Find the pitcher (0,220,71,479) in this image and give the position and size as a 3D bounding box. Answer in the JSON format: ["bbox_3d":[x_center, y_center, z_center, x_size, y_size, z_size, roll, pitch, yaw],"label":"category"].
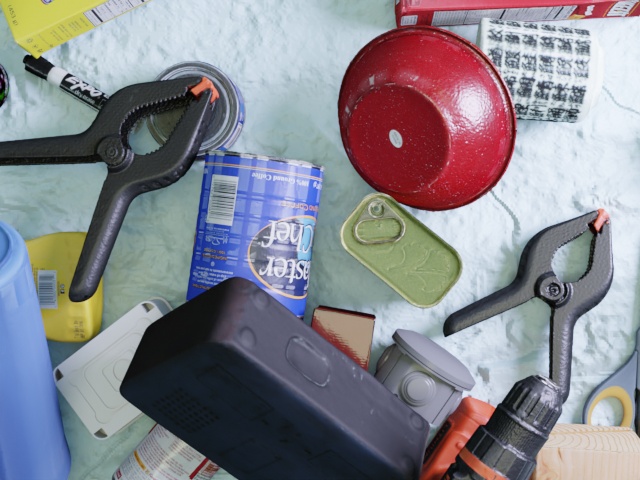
[{"bbox_3d":[-0.271,0.110,0.835,0.149,0.144,0.243,21,130,22],"label":"pitcher"}]

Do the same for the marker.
[{"bbox_3d":[-0.212,-0.133,0.950,0.121,0.020,0.020,30,92,4],"label":"marker"}]

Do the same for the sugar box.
[{"bbox_3d":[-0.195,-0.240,0.930,0.176,0.048,0.093,-26,76,6],"label":"sugar box"}]

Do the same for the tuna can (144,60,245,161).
[{"bbox_3d":[-0.110,-0.113,0.935,0.086,0.033,0.086,0,90,4],"label":"tuna can"}]

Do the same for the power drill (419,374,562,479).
[{"bbox_3d":[0.121,0.176,0.841,0.057,0.187,0.184,34,94,5],"label":"power drill"}]

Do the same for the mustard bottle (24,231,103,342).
[{"bbox_3d":[-0.290,0.040,0.935,0.191,0.058,0.096,0,94,4],"label":"mustard bottle"}]

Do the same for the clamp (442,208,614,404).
[{"bbox_3d":[0.201,0.054,0.909,0.120,0.039,0.171,43,93,2],"label":"clamp"}]

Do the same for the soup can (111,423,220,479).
[{"bbox_3d":[-0.122,0.185,0.918,0.068,0.068,0.102,41,93,3],"label":"soup can"}]

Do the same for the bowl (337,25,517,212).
[{"bbox_3d":[0.075,-0.091,0.872,0.162,0.055,0.162,13,118,26],"label":"bowl"}]

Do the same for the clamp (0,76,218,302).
[{"bbox_3d":[-0.169,-0.059,0.897,0.210,0.036,0.164,-31,78,0],"label":"clamp"}]

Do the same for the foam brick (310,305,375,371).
[{"bbox_3d":[0.018,0.085,0.903,0.053,0.078,0.051,10,89,4],"label":"foam brick"}]

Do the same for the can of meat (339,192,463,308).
[{"bbox_3d":[0.067,0.008,0.896,0.102,0.084,0.057,39,92,3],"label":"can of meat"}]

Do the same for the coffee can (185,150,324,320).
[{"bbox_3d":[-0.056,0.001,0.896,0.103,0.103,0.140,8,90,4],"label":"coffee can"}]
